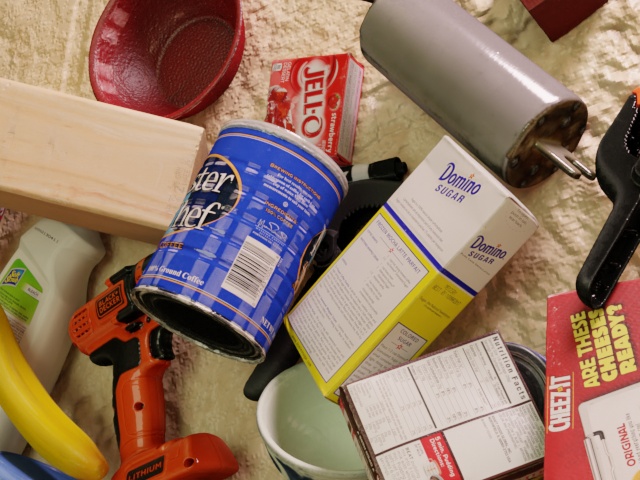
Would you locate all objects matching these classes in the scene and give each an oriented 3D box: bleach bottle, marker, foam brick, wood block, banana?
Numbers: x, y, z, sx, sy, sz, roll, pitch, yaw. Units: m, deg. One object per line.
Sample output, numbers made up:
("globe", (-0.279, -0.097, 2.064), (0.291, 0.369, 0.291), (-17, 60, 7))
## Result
("bleach bottle", (-0.251, 0.076, 0.924), (0.103, 0.068, 0.251), (27, 86, 29))
("marker", (0.011, -0.048, 0.834), (0.121, 0.020, 0.020), (-8, 71, 28))
("foam brick", (0.162, -0.194, 0.773), (0.051, 0.053, 0.078), (-37, 59, 15))
("wood block", (-0.202, -0.064, 0.864), (0.206, 0.091, 0.090), (14, 80, 0))
("banana", (-0.231, 0.120, 0.843), (0.198, 0.037, 0.070), (52, 143, 19))

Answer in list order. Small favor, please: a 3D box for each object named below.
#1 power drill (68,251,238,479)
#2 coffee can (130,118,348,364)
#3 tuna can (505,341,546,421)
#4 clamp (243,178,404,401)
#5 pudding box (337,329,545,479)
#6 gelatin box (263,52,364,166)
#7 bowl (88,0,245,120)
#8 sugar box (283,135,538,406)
("power drill", (-0.118, 0.100, 0.827), (0.185, 0.057, 0.188), (-33, 58, 34))
("coffee can", (-0.055, 0.001, 0.748), (0.103, 0.102, 0.140), (13, 66, 33))
("tuna can", (0.123, 0.111, 0.709), (0.086, 0.033, 0.086), (-10, 70, 27))
("clamp", (0.003, 0.006, 0.811), (0.210, 0.036, 0.164), (-33, 61, 19))
("pudding box", (0.078, 0.116, 0.662), (0.113, 0.039, 0.090), (-17, 61, -11))
("gelatin box", (-0.008, -0.104, 0.856), (0.073, 0.030, 0.089), (0, 75, 30))
("bowl", (-0.122, -0.166, 0.928), (0.162, 0.055, 0.162), (-10, 70, 27))
("sugar box", (0.057, 0.023, 0.716), (0.176, 0.048, 0.093), (-46, 37, 9))
